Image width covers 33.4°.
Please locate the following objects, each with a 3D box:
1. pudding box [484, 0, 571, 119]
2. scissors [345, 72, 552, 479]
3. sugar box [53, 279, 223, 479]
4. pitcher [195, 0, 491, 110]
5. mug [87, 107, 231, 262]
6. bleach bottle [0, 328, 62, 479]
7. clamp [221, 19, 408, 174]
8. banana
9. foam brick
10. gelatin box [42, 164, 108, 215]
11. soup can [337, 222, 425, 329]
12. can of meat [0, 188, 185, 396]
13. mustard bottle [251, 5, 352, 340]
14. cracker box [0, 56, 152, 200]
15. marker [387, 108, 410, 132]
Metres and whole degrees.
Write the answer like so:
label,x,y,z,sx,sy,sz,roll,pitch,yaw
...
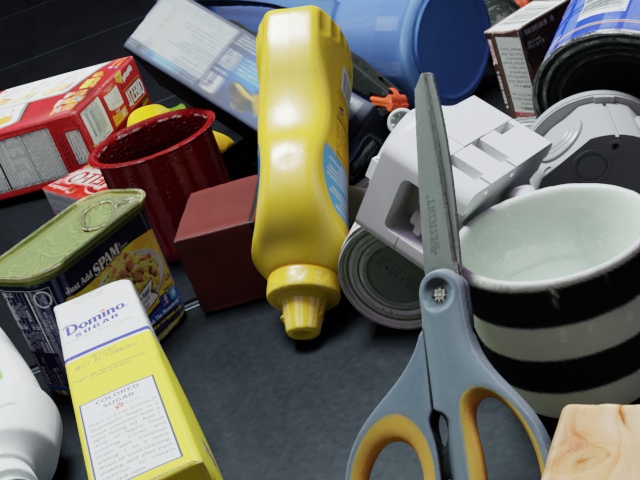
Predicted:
label,x,y,z,sx,sy,sz,roll,pitch,yaw
pudding box,0.170,-0.123,0.718,0.113,0.090,0.039,-31,25,-23
scissors,0.036,0.037,0.427,0.096,0.016,0.202,-29,63,25
sugar box,-0.068,0.090,0.443,0.048,0.093,0.176,-22,25,-8
pitcher,0.010,-0.171,0.883,0.243,0.145,0.149,12,39,45
mug,-0.107,-0.042,0.760,0.093,0.081,0.117,-21,24,-4
bleach bottle,-0.209,0.091,0.584,0.102,0.068,0.251,-29,28,-20
clamp,-0.017,-0.117,0.811,0.172,0.120,0.039,-4,12,29
banana,-0.133,-0.097,0.948,0.069,0.037,0.198,-26,25,-11
foam brick,-0.054,0.001,0.669,0.051,0.053,0.078,-15,24,9
gelatin box,-0.175,-0.043,0.876,0.073,0.030,0.089,-33,28,-28
soup can,0.054,-0.006,0.585,0.069,0.068,0.102,-8,27,23
can of meat,-0.132,0.030,0.626,0.058,0.084,0.102,0,30,36
mustard bottle,-0.009,-0.034,0.621,0.058,0.096,0.191,-4,63,7
cracker box,-0.286,-0.097,1.020,0.214,0.072,0.164,-13,25,16
marker,0.061,-0.080,0.745,0.020,0.020,0.121,-15,2,9
